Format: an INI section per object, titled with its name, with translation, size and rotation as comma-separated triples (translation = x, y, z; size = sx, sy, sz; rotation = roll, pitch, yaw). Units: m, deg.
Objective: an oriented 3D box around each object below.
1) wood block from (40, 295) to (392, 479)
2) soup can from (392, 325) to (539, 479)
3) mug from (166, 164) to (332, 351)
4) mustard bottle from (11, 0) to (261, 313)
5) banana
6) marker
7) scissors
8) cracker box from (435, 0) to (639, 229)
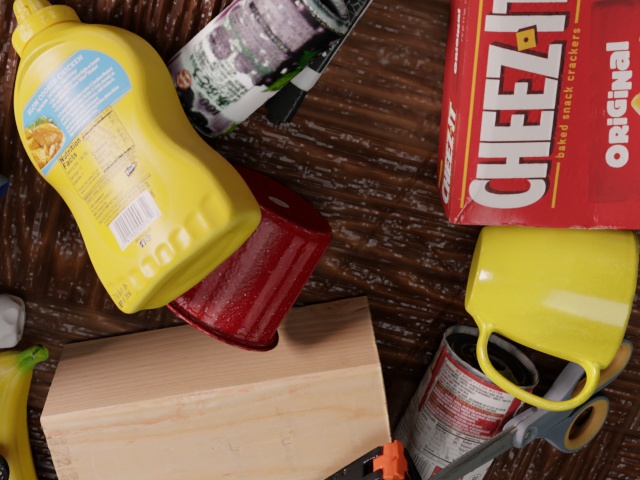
[wood block]
translation = -0.062, 0.110, 0.689
size = 0.206, 0.091, 0.090
rotation = -9, 115, 1
[soup can]
translation = 0.092, 0.117, 0.711
size = 0.068, 0.068, 0.102
rotation = 20, 112, -11
[mug]
translation = -0.054, 0.001, 0.651
size = 0.117, 0.093, 0.081
rotation = 38, 105, 21
[mustard bottle]
translation = -0.119, -0.061, 0.596
size = 0.096, 0.058, 0.192
rotation = -40, 76, 26
[banana]
translation = -0.204, 0.152, 0.719
size = 0.037, 0.070, 0.198
rotation = -20, 119, -39
[marker]
translation = 0.004, -0.119, 0.631
size = 0.020, 0.020, 0.121
rotation = 31, 109, -15
[scissors]
translation = 0.134, 0.132, 0.690
size = 0.201, 0.016, 0.096
rotation = -34, 136, -26
[cracker box]
translation = 0.182, -0.091, 0.621
size = 0.213, 0.072, 0.164
rotation = 1, 113, -2
